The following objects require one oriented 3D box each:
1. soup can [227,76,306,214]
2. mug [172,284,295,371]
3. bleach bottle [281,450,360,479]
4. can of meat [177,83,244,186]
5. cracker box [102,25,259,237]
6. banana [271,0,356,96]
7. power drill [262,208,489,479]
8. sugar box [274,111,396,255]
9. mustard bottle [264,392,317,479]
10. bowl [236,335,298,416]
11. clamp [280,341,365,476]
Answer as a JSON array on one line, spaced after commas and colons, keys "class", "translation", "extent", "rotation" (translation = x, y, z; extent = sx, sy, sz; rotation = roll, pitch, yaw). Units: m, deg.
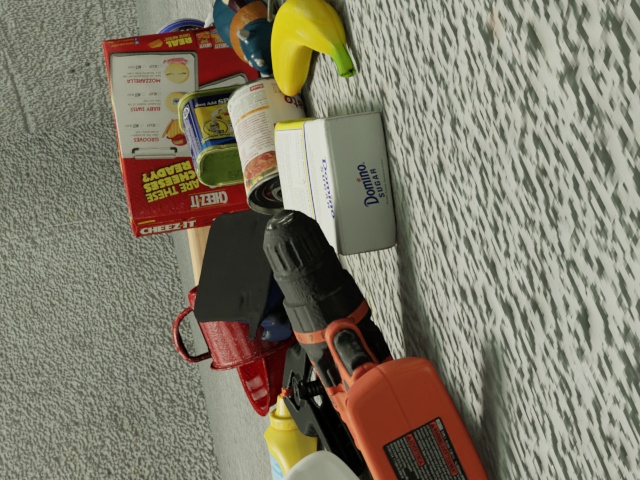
[{"class": "soup can", "translation": [-0.040, -0.083, 0.930], "extent": [0.068, 0.068, 0.102], "rotation": [100, 158, -61]}, {"class": "mug", "translation": [-0.094, 0.079, 1.074], "extent": [0.081, 0.117, 0.093], "rotation": [69, 168, -9]}, {"class": "bleach bottle", "translation": [-0.002, 0.252, 0.970], "extent": [0.102, 0.068, 0.251], "rotation": [47, 165, 7]}, {"class": "can of meat", "translation": [-0.080, -0.103, 1.039], "extent": [0.057, 0.102, 0.084], "rotation": [94, 161, -48]}, {"class": "cracker box", "translation": [-0.141, -0.122, 1.168], "extent": [0.072, 0.164, 0.214], "rotation": [107, 152, -71]}, {"class": "banana", "translation": [-0.015, -0.151, 0.822], "extent": [0.198, 0.037, 0.069], "rotation": [-160, 63, -78]}, {"class": "power drill", "translation": [0.028, 0.078, 0.643], "extent": [0.184, 0.057, 0.188], "rotation": [63, 176, -18]}, {"class": "sugar box", "translation": [0.008, -0.044, 0.778], "extent": [0.176, 0.048, 0.093], "rotation": [-160, 61, -73]}, {"class": "mustard bottle", "translation": [-0.028, 0.258, 1.176], "extent": [0.096, 0.058, 0.191], "rotation": [-129, 31, -72]}, {"class": "bowl", "translation": [-0.062, 0.115, 1.212], "extent": [0.162, 0.055, 0.162], "rotation": [167, 90, -74]}, {"class": "clamp", "translation": [-0.004, 0.150, 1.018], "extent": [0.210, 0.036, 0.164], "rotation": [125, 135, -70]}]
